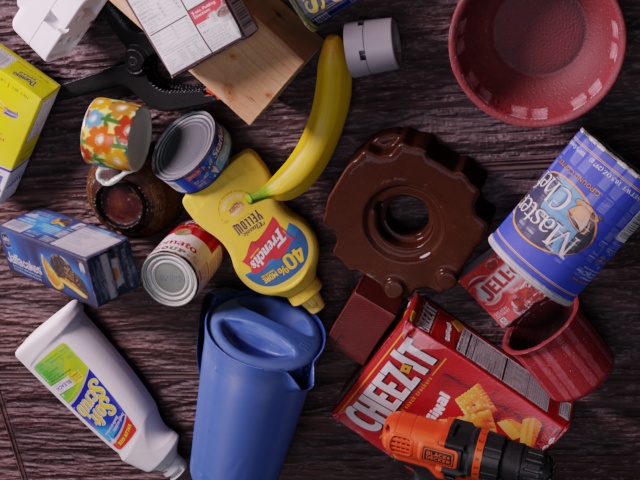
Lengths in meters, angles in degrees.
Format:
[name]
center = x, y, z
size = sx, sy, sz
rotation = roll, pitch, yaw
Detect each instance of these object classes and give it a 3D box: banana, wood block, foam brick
[banana]
center = -0.007, -0.114, 1.094
size = 0.037, 0.069, 0.198
rotation = 39, 113, 33
[wood block]
center = -0.108, -0.225, 1.054
size = 0.206, 0.090, 0.090
rotation = 42, 118, -5
[foam brick]
center = 0.048, 0.086, 1.178
size = 0.053, 0.051, 0.078
rotation = 32, 119, 1

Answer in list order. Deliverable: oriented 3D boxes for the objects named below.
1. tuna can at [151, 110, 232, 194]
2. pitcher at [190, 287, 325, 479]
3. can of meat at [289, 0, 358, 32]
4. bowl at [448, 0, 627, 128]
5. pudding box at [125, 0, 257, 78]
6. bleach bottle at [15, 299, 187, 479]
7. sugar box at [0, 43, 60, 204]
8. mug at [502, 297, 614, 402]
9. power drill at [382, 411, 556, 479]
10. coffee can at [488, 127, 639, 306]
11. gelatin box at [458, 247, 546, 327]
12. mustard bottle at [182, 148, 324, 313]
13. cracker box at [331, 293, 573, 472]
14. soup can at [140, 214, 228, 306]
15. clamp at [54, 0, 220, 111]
[tuna can]
center = -0.135, -0.093, 1.127
size = 0.086, 0.086, 0.033
rotation = -25, 139, 25
[pitcher]
center = -0.087, 0.180, 1.224
size = 0.145, 0.149, 0.243
rotation = 13, 124, -2
[can of meat]
center = 0.003, -0.266, 1.023
size = 0.084, 0.057, 0.102
rotation = -28, 105, 23
[bowl]
center = 0.204, -0.190, 1.000
size = 0.162, 0.055, 0.162
rotation = 6, 116, 13
[pudding box]
center = -0.126, -0.220, 0.988
size = 0.090, 0.039, 0.113
rotation = -23, 104, 24
[bleach bottle]
center = -0.253, 0.195, 1.313
size = 0.103, 0.068, 0.250
rotation = -36, 103, 27
[sugar box]
center = -0.362, -0.127, 1.186
size = 0.093, 0.048, 0.176
rotation = 35, 126, 0
[mug]
center = 0.244, 0.116, 1.121
size = 0.081, 0.093, 0.117
rotation = 50, 148, -15
[power drill]
center = 0.151, 0.280, 1.156
size = 0.185, 0.057, 0.188
rotation = 13, 117, 17
[coffee can]
center = 0.245, -0.022, 1.024
size = 0.103, 0.102, 0.140
rotation = 37, 105, -3
[gelatin box]
center = 0.201, 0.039, 1.123
size = 0.073, 0.030, 0.089
rotation = 46, 118, -7
[mustard bottle]
center = -0.058, 0.002, 1.163
size = 0.096, 0.058, 0.191
rotation = -35, 103, 7
[cracker box]
center = 0.145, 0.187, 1.186
size = 0.213, 0.072, 0.164
rotation = 34, 120, -1
[soup can]
center = -0.148, 0.021, 1.176
size = 0.068, 0.102, 0.068
rotation = 7, 116, 13
[clamp]
center = -0.197, -0.186, 1.129
size = 0.210, 0.036, 0.165
rotation = 29, 121, 6
